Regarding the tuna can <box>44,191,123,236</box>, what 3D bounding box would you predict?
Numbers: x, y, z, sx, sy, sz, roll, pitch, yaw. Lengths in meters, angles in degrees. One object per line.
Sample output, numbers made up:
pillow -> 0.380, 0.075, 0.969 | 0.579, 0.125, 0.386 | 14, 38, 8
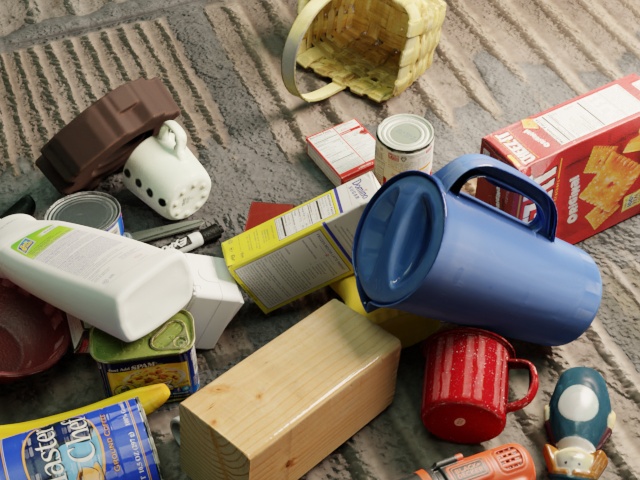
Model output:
tuna can -> -0.267, -0.017, 1.209 | 0.086, 0.034, 0.086 | -2, 38, 1

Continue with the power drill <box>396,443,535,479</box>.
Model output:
power drill -> 0.136, 0.274, 0.929 | 0.184, 0.057, 0.188 | -17, 48, -15

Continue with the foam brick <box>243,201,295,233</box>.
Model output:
foam brick -> -0.058, 0.001, 1.197 | 0.051, 0.053, 0.078 | 6, 47, 6

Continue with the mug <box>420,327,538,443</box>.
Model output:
mug -> 0.152, 0.142, 1.030 | 0.117, 0.093, 0.081 | -4, 49, 19

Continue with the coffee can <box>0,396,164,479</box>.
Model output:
coffee can -> -0.219, 0.211, 0.966 | 0.140, 0.103, 0.103 | -16, 48, -14

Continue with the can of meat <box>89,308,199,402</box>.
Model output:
can of meat -> -0.172, 0.120, 1.065 | 0.102, 0.084, 0.057 | -7, 46, -5

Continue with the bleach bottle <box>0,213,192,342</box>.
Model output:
bleach bottle -> -0.252, 0.020, 1.080 | 0.251, 0.068, 0.102 | 20, 42, 34

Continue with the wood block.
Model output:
wood block -> -0.026, 0.153, 1.002 | 0.090, 0.091, 0.205 | 31, 45, 30

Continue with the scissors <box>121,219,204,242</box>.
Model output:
scissors -> -0.233, 0.015, 1.212 | 0.201, 0.016, 0.096 | -3, 44, -1

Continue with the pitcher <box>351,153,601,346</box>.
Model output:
pitcher -> 0.166, 0.020, 1.047 | 0.242, 0.149, 0.145 | 18, 70, -33

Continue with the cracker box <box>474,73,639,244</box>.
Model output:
cracker box -> 0.276, -0.070, 1.182 | 0.213, 0.164, 0.072 | -24, 48, -21

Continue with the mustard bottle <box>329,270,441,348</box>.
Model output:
mustard bottle -> 0.054, 0.032, 1.161 | 0.096, 0.058, 0.192 | -18, 49, -7

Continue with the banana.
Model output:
banana -> -0.242, 0.179, 1.023 | 0.197, 0.070, 0.037 | -12, 72, -21

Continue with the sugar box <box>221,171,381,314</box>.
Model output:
sugar box -> -0.004, 0.004, 1.108 | 0.176, 0.093, 0.048 | -27, 47, 9

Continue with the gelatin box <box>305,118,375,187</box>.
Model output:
gelatin box -> 0.034, -0.105, 1.313 | 0.073, 0.030, 0.089 | -25, 51, -19

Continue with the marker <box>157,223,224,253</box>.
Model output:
marker -> -0.165, 0.010, 1.214 | 0.121, 0.020, 0.020 | -24, 51, -20

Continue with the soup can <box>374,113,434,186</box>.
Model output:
soup can -> 0.097, -0.088, 1.245 | 0.068, 0.102, 0.068 | -1, 46, 1

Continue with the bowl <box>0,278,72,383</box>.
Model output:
bowl -> -0.340, 0.093, 1.089 | 0.162, 0.055, 0.162 | 21, 34, -15
